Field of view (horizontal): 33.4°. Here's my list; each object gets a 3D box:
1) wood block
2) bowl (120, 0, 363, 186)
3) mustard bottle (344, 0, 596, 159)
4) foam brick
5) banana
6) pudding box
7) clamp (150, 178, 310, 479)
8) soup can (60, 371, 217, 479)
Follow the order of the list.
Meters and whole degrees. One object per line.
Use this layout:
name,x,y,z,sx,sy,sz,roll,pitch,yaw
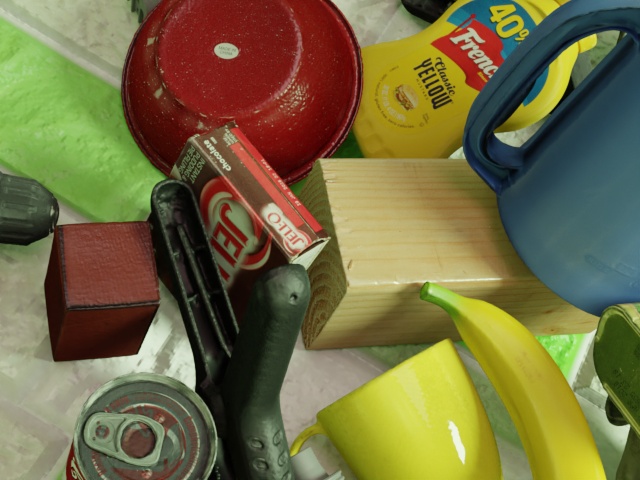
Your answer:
wood block,0.091,0.007,0.676,0.205,0.090,0.091,-1,61,-19
bowl,-0.054,-0.111,0.677,0.162,0.055,0.162,-1,76,5
mustard bottle,0.107,-0.114,0.714,0.191,0.058,0.096,-26,80,5
foam brick,-0.124,0.030,0.598,0.051,0.078,0.053,-3,65,-21
banana,0.113,0.105,0.566,0.069,0.037,0.198,-6,53,-23
pudding box,-0.054,0.001,0.615,0.039,0.114,0.090,-29,74,-38
clamp,-0.048,0.075,0.558,0.036,0.210,0.165,-13,29,-22
soup can,-0.096,0.117,0.543,0.068,0.102,0.068,8,60,-15
